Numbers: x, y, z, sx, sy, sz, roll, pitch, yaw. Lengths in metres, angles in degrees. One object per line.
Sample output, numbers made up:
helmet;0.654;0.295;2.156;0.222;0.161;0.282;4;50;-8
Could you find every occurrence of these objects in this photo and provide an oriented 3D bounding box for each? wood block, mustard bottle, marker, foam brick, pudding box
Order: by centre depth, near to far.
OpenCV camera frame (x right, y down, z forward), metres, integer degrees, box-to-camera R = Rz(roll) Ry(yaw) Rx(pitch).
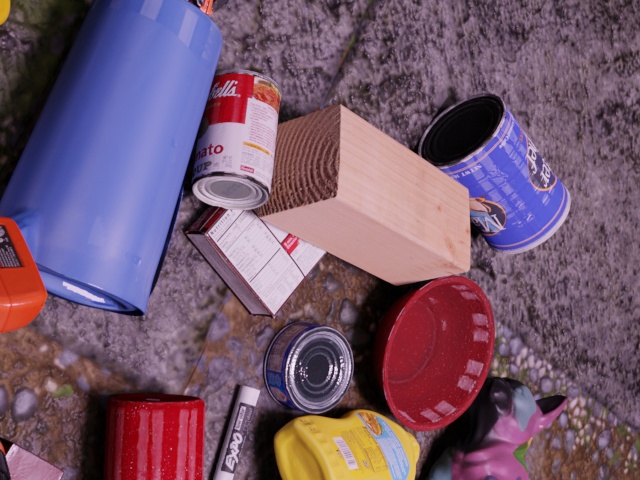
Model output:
foam brick;-0.242;0.180;0.808;0.053;0.078;0.051;40;67;-33
pudding box;-0.056;0.001;0.969;0.090;0.039;0.113;-50;118;-24
marker;-0.082;0.192;0.974;0.020;0.020;0.121;24;79;-37
wood block;0.046;-0.036;0.983;0.205;0.091;0.090;26;58;-45
mustard bottle;0.040;0.210;1.026;0.191;0.058;0.096;4;49;-54

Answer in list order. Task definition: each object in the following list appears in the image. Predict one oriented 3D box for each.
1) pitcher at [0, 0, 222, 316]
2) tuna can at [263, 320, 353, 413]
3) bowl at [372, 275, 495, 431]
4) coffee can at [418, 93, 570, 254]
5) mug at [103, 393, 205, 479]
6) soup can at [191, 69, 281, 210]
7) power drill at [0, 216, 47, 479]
pitcher;-0.158;-0.067;0.836;0.145;0.149;0.243;22;75;-16
tuna can;-0.010;0.121;1.016;0.085;0.034;0.086;-3;95;-38
bowl;0.105;0.109;1.086;0.161;0.055;0.162;-11;107;-39
coffee can;0.182;-0.068;1.111;0.140;0.103;0.102;47;65;-31
mug;-0.133;0.172;0.896;0.117;0.093;0.081;10;81;-69
soup can;-0.071;-0.085;0.913;0.068;0.069;0.102;24;60;-37
power drill;-0.230;0.092;0.708;0.057;0.185;0.188;-1;126;-35
